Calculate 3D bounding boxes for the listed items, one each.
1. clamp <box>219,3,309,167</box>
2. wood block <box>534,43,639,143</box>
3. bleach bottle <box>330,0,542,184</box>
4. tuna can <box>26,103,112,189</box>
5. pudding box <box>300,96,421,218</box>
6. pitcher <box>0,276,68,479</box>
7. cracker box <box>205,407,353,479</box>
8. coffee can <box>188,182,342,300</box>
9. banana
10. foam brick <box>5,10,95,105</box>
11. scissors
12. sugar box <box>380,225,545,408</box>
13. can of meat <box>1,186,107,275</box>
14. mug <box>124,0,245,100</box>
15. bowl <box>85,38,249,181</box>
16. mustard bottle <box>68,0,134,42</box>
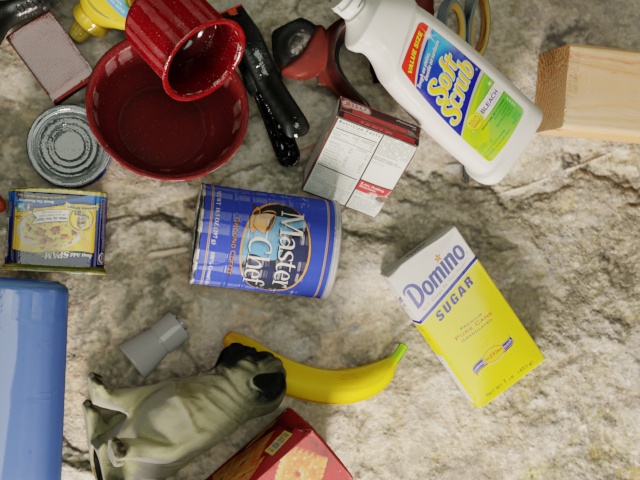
[{"bbox_3d":[-0.057,-0.156,1.088,0.039,0.120,0.171,-20,73,-15],"label":"clamp"},{"bbox_3d":[0.343,-0.152,1.145,0.206,0.091,0.090,4,91,-10],"label":"wood block"},{"bbox_3d":[0.106,-0.163,1.064,0.250,0.068,0.102,34,93,-27],"label":"bleach bottle"},{"bbox_3d":[-0.253,-0.095,1.078,0.086,0.034,0.086,0,91,-9],"label":"tuna can"},{"bbox_3d":[0.040,-0.083,1.091,0.090,0.039,0.114,21,132,-8],"label":"pudding box"},{"bbox_3d":[-0.313,0.156,1.020,0.145,0.149,0.243,5,87,-10],"label":"pitcher"},{"bbox_3d":[-0.081,0.263,1.046,0.213,0.164,0.072,-40,95,-7],"label":"cracker box"},{"bbox_3d":[-0.057,0.001,1.077,0.140,0.103,0.103,7,90,-9],"label":"coffee can"},{"bbox_3d":[-0.007,0.137,1.123,0.197,0.037,0.069,5,74,-10],"label":"banana"},{"bbox_3d":[-0.267,-0.181,1.065,0.051,0.053,0.078,-37,97,-7],"label":"foam brick"},{"bbox_3d":[0.145,-0.167,1.128,0.096,0.016,0.202,10,88,-48],"label":"scissors"},{"bbox_3d":[0.152,0.081,1.141,0.093,0.048,0.176,-36,97,-7],"label":"sugar box"},{"bbox_3d":[-0.264,-0.009,1.066,0.102,0.057,0.084,3,88,-10],"label":"can of meat"},{"bbox_3d":[-0.125,-0.193,1.022,0.081,0.117,0.093,47,115,26],"label":"mug"},{"bbox_3d":[-0.155,-0.125,1.069,0.162,0.055,0.162,5,71,-14],"label":"bowl"},{"bbox_3d":[-0.182,-0.265,1.051,0.192,0.058,0.096,-41,95,20],"label":"mustard bottle"}]
